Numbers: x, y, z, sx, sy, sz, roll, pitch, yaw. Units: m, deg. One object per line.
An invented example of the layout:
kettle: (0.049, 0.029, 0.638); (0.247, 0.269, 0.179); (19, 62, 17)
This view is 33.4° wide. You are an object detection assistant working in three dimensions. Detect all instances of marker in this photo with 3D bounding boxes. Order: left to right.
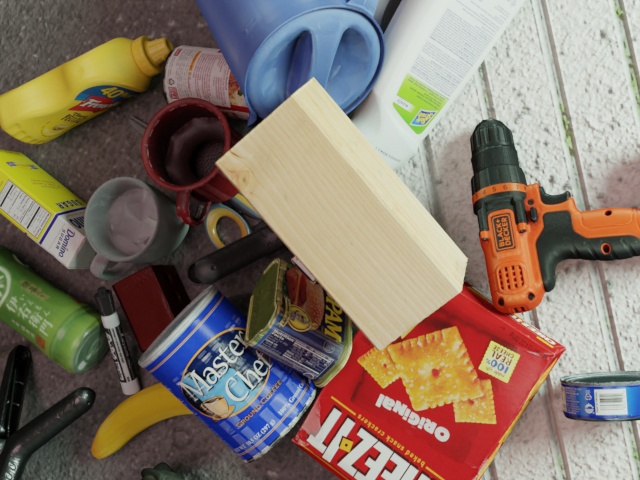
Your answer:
marker: (-0.211, 0.104, 1.105); (0.020, 0.020, 0.121); (-4, 113, 21)

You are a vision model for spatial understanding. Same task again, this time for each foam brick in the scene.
foam brick: (-0.167, 0.069, 1.097); (0.051, 0.053, 0.078); (-30, 80, 18)

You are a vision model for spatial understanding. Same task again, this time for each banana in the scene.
banana: (-0.158, 0.179, 1.099); (0.198, 0.037, 0.069); (-12, 84, 21)

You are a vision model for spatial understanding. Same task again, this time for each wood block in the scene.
wood block: (0.021, -0.023, 0.892); (0.091, 0.090, 0.206); (-39, 97, 20)

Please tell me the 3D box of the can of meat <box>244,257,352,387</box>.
can of meat: (-0.020, 0.074, 0.997); (0.083, 0.102, 0.058); (30, 122, -19)

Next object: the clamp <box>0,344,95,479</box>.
clamp: (-0.331, 0.211, 1.112); (0.165, 0.036, 0.210); (28, 81, 50)

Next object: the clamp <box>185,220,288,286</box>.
clamp: (-0.057, 0.001, 1.035); (0.171, 0.120, 0.039); (-25, 98, -20)

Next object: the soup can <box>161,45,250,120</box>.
soup can: (-0.099, -0.158, 1.068); (0.102, 0.068, 0.068); (10, 92, 22)

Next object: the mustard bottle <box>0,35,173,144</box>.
mustard bottle: (-0.236, -0.162, 1.106); (0.192, 0.096, 0.058); (-23, 80, 19)

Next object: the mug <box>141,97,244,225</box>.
mug: (-0.118, -0.072, 1.047); (0.093, 0.081, 0.117); (2, 79, 18)

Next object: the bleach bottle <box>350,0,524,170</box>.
bleach bottle: (0.086, -0.159, 0.981); (0.251, 0.102, 0.068); (-55, 34, 12)

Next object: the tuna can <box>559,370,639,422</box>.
tuna can: (0.250, 0.133, 0.915); (0.086, 0.086, 0.034); (-4, 88, 21)

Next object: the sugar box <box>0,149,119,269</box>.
sugar box: (-0.292, -0.035, 1.127); (0.176, 0.093, 0.048); (33, 100, 18)

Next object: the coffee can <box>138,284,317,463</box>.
coffee can: (-0.087, 0.126, 1.014); (0.140, 0.102, 0.103); (44, 105, -6)

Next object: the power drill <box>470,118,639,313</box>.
power drill: (0.227, -0.038, 0.936); (0.188, 0.057, 0.184); (-13, 70, 19)

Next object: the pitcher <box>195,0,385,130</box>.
pitcher: (-0.043, -0.230, 0.981); (0.149, 0.145, 0.243); (-22, 52, -11)

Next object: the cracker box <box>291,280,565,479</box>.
cracker box: (0.096, 0.143, 0.982); (0.164, 0.072, 0.214); (35, 101, 19)

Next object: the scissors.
scissors: (-0.131, -0.053, 1.106); (0.202, 0.016, 0.096); (22, 96, 20)
